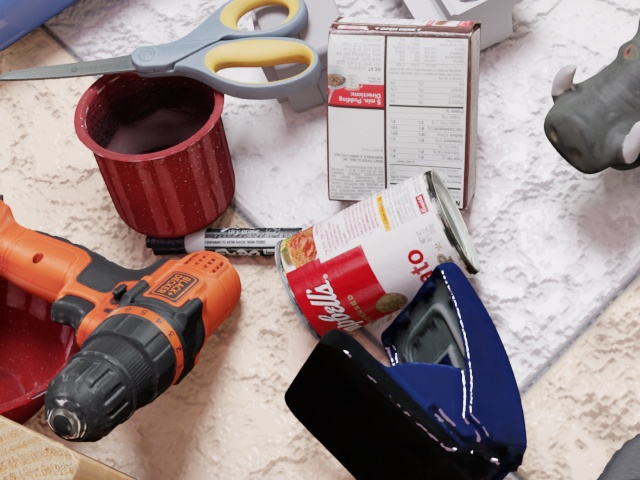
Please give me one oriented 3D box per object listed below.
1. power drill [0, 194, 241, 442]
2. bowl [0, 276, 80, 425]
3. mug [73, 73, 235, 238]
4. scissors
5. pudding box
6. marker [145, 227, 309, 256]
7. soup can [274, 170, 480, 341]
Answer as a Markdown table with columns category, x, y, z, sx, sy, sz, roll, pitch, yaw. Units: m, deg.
| category | x | y | z | sx | sy | sz | roll | pitch | yaw |
| --- | --- | --- | --- | --- | --- | --- | --- | --- | --- |
| power drill | -0.159 | 0.038 | 0.617 | 0.188 | 0.184 | 0.057 | 19 | 115 | 13 |
| bowl | -0.225 | 0.078 | 0.650 | 0.162 | 0.055 | 0.162 | 6 | 30 | -4 |
| mug | -0.095 | -0.064 | 0.681 | 0.093 | 0.081 | 0.117 | 11 | 52 | 17 |
| scissors | -0.094 | -0.125 | 0.664 | 0.202 | 0.016 | 0.096 | 7 | 55 | 13 |
| pudding box | 0.050 | -0.077 | 0.651 | 0.090 | 0.039 | 0.113 | 5 | 115 | 14 |
| marker | -0.055 | 0.001 | 0.687 | 0.121 | 0.020 | 0.020 | 0 | 69 | 13 |
| soup can | 0.034 | 0.010 | 0.626 | 0.102 | 0.068 | 0.068 | -25 | 65 | 15 |
